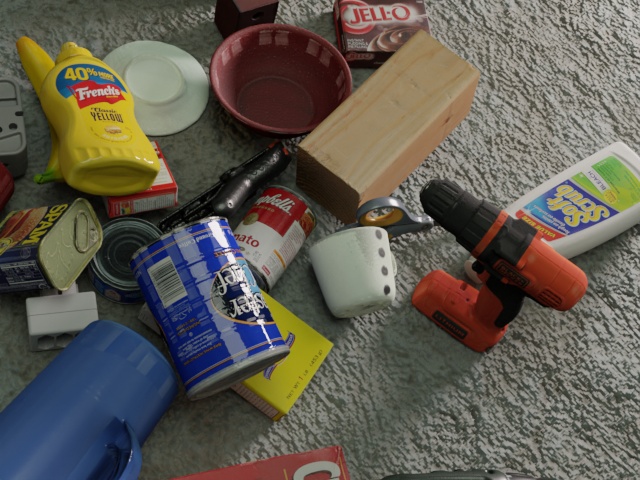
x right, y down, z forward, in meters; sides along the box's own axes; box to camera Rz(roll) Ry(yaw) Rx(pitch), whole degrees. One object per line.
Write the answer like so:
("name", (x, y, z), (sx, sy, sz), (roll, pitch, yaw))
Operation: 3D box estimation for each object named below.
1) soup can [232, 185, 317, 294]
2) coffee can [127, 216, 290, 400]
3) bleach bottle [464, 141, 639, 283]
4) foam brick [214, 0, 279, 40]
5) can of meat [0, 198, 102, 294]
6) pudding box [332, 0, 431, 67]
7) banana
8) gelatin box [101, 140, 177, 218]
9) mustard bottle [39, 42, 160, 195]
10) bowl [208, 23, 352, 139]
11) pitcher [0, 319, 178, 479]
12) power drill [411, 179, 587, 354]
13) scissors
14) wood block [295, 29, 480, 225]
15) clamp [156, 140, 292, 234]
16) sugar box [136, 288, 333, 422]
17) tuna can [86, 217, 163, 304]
("soup can", (-0.057, 0.001, 1.115), (0.068, 0.069, 0.102), (33, 60, 4))
("coffee can", (-0.103, 0.063, 0.988), (0.102, 0.103, 0.140), (-22, 78, -23))
("bleach bottle", (0.271, -0.016, 1.210), (0.250, 0.068, 0.102), (-30, 73, -23))
("foam brick", (-0.087, -0.267, 1.241), (0.053, 0.078, 0.051), (-22, 71, -21))
("can of meat", (-0.274, 0.007, 1.038), (0.084, 0.057, 0.102), (-7, 32, 23))
("pudding box", (0.075, -0.255, 1.296), (0.113, 0.039, 0.090), (0, 63, -14))
("banana", (-0.282, -0.133, 1.136), (0.037, 0.069, 0.198), (-29, 58, 17))
("gelatin box", (-0.197, -0.066, 1.123), (0.073, 0.030, 0.089), (-11, 43, -19))
("mustard bottle", (-0.236, -0.134, 1.096), (0.096, 0.058, 0.192), (0, 50, -34))
("bowl", (-0.047, -0.169, 1.208), (0.162, 0.055, 0.162), (5, 57, -8))
("pitcher", (-0.227, 0.190, 0.940), (0.149, 0.145, 0.242), (35, 58, 4))
("power drill", (0.157, 0.031, 1.084), (0.184, 0.188, 0.057), (37, 62, 5))
("scissors", (0.110, -0.028, 1.162), (0.201, 0.096, 0.016), (-13, 62, -16))
("wood block", (0.074, -0.122, 1.180), (0.090, 0.091, 0.206), (39, 68, 16))
("clamp", (-0.085, -0.057, 1.119), (0.171, 0.120, 0.039), (-41, 112, -29))
("sugar box", (-0.085, 0.090, 1.066), (0.176, 0.048, 0.093), (37, 63, -4))
("tuna can", (-0.196, 0.020, 1.092), (0.086, 0.034, 0.086), (6, 62, -11))
